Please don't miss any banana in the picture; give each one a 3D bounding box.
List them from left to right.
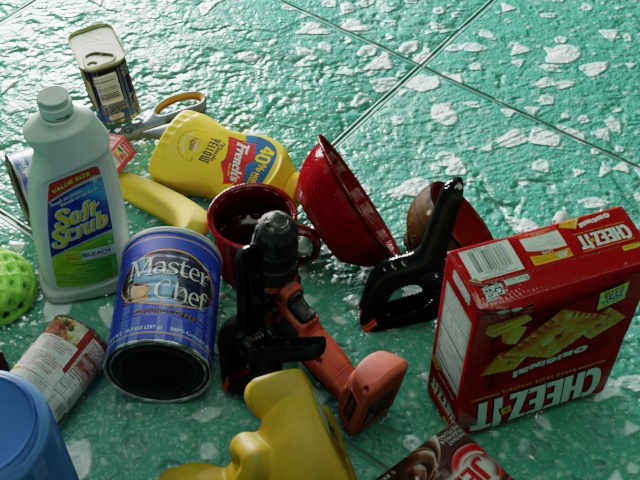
[{"bbox_3d":[-0.170,-0.038,1.155,0.198,0.069,0.037,30,94,50],"label":"banana"}]

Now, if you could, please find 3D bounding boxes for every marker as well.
[{"bbox_3d":[0.238,0.014,1.140,0.020,0.020,0.121,23,53,19],"label":"marker"}]

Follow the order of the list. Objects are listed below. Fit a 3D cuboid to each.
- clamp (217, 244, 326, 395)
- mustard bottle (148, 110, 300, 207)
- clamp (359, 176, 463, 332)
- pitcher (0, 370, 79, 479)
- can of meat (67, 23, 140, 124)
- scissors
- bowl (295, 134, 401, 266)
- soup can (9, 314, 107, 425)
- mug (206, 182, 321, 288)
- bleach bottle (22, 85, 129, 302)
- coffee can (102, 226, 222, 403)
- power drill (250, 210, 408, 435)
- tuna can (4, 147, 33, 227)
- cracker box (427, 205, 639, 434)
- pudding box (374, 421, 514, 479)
[{"bbox_3d":[-0.061,0.082,0.978,0.039,0.172,0.120,-15,70,-35],"label":"clamp"},{"bbox_3d":[-0.090,-0.077,1.197,0.192,0.058,0.096,20,64,16],"label":"mustard bottle"},{"bbox_3d":[0.123,0.034,1.039,0.164,0.210,0.036,26,41,-26],"label":"clamp"},{"bbox_3d":[-0.249,0.203,0.829,0.149,0.243,0.145,9,47,7],"label":"pitcher"},{"bbox_3d":[-0.258,-0.198,1.280,0.057,0.084,0.102,-20,42,-12],"label":"can of meat"},{"bbox_3d":[-0.211,-0.119,1.265,0.201,0.016,0.096,-33,56,-25],"label":"scissors"},{"bbox_3d":[0.022,-0.030,1.113,0.055,0.162,0.162,-32,51,8],"label":"bowl"},{"bbox_3d":[-0.255,0.129,1.011,0.068,0.068,0.102,21,52,18],"label":"soup can"},{"bbox_3d":[-0.057,0.001,1.113,0.117,0.081,0.093,4,49,4],"label":"mug"},{"bbox_3d":[-0.246,-0.045,1.043,0.102,0.251,0.068,-10,49,-8],"label":"bleach bottle"},{"bbox_3d":[-0.151,0.071,1.038,0.103,0.103,0.140,0,49,1],"label":"coffee can"},{"bbox_3d":[-0.003,0.078,0.991,0.057,0.184,0.188,-33,65,-25],"label":"power drill"},{"bbox_3d":[-0.314,-0.058,1.166,0.033,0.086,0.086,-21,52,-20],"label":"tuna can"},{"bbox_3d":[0.190,0.079,0.954,0.164,0.214,0.072,-15,52,-12],"label":"cracker box"},{"bbox_3d":[0.108,0.226,0.941,0.113,0.039,0.090,-32,56,-24],"label":"pudding box"}]
